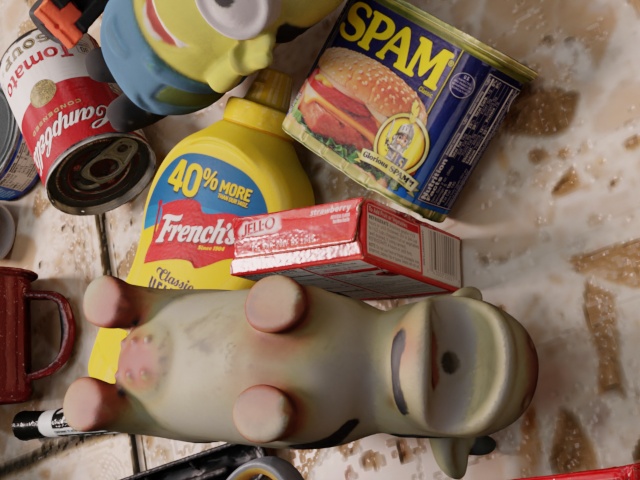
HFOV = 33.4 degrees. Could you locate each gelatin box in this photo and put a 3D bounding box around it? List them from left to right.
[{"bbox_3d":[0.013,0.006,0.498,0.073,0.089,0.030,-8,73,35],"label":"gelatin box"}]

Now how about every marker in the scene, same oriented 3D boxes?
[{"bbox_3d":[-0.142,0.108,0.637,0.121,0.020,0.020,-11,73,35],"label":"marker"}]

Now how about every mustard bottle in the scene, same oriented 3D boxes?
[{"bbox_3d":[-0.054,0.001,0.570,0.096,0.058,0.191,21,92,32],"label":"mustard bottle"}]

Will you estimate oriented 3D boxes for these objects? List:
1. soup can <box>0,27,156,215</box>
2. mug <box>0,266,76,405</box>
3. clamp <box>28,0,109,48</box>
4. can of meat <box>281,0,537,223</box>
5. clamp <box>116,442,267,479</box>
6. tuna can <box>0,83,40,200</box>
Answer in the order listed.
[{"bbox_3d":[-0.150,-0.075,0.653,0.069,0.068,0.102,-43,57,21],"label":"soup can"},{"bbox_3d":[-0.211,0.062,0.665,0.117,0.093,0.081,-4,81,-1],"label":"mug"},{"bbox_3d":[-0.122,-0.170,0.630,0.120,0.039,0.171,-42,25,22],"label":"clamp"},{"bbox_3d":[0.039,-0.069,0.517,0.102,0.057,0.084,38,105,36],"label":"can of meat"},{"bbox_3d":[-0.134,0.150,0.574,0.210,0.164,0.036,-35,68,52],"label":"clamp"},{"bbox_3d":[-0.219,-0.071,0.725,0.086,0.033,0.086,-9,75,35],"label":"tuna can"}]
